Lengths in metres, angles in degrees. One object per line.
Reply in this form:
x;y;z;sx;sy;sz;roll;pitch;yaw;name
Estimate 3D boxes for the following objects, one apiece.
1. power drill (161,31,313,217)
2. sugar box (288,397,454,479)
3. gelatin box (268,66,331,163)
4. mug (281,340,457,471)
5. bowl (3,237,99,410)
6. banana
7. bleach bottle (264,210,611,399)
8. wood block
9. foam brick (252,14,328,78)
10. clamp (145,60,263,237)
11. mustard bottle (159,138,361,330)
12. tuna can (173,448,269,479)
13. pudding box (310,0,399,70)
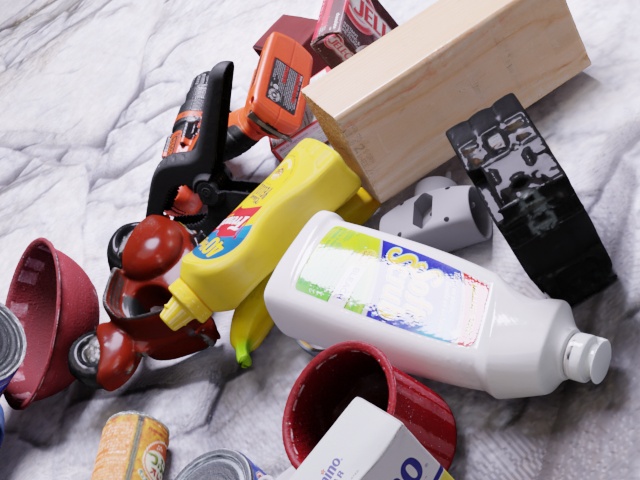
-0.086;-0.128;1.061;0.188;0.057;0.184;-31;40;44;power drill
0.048;0.172;0.569;0.093;0.176;0.048;-50;37;-12;sugar box
-0.011;-0.121;1.045;0.089;0.030;0.073;-33;37;15;gelatin box
0.035;0.133;0.692;0.093;0.081;0.117;-21;52;35;mug
-0.249;0.080;0.998;0.162;0.055;0.162;-24;62;53;bowl
-0.019;0.026;0.895;0.070;0.037;0.197;15;62;48;banana
0.083;0.048;0.748;0.251;0.068;0.102;13;56;37;bleach bottle
0.101;-0.132;0.875;0.206;0.090;0.091;-34;28;-4;wood block
-0.021;-0.197;1.113;0.051;0.053;0.078;-51;38;-13;foam brick
-0.100;-0.062;0.983;0.210;0.164;0.036;-23;17;37;clamp
-0.056;0.001;0.870;0.191;0.058;0.096;-45;21;-5;mustard bottle
-0.075;0.195;0.775;0.086;0.033;0.086;-24;40;22;tuna can
0.043;-0.177;0.984;0.039;0.113;0.090;-18;42;33;pudding box
